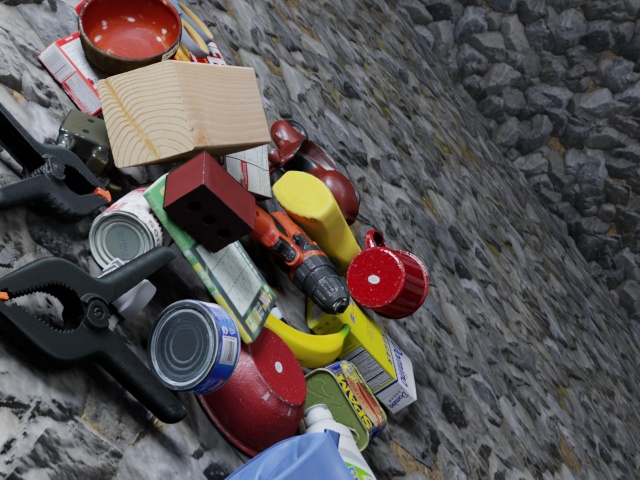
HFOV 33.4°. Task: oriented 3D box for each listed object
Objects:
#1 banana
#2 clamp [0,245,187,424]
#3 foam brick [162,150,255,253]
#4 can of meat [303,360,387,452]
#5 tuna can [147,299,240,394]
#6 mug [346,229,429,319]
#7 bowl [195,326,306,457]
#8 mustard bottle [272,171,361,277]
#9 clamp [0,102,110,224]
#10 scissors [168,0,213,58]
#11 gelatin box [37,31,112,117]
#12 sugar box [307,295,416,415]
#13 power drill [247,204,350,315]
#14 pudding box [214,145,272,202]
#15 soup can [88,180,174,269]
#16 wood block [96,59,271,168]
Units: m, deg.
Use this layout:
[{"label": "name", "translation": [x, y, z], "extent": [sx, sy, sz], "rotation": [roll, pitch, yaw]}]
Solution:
[{"label": "banana", "translation": [-0.042, 0.101, 1.195], "extent": [0.197, 0.037, 0.069], "rotation": [26, 44, -37]}, {"label": "clamp", "translation": [-0.191, 0.075, 0.894], "extent": [0.209, 0.036, 0.164], "rotation": [8, 64, -49]}, {"label": "foam brick", "translation": [-0.106, -0.036, 1.017], "extent": [0.078, 0.053, 0.051], "rotation": [43, 28, -35]}, {"label": "can of meat", "translation": [0.024, 0.188, 1.199], "extent": [0.102, 0.057, 0.083], "rotation": [58, 19, 8]}, {"label": "tuna can", "translation": [-0.117, 0.098, 0.980], "extent": [0.033, 0.086, 0.086], "rotation": [19, 41, -56]}, {"label": "mug", "translation": [0.082, 0.041, 1.386], "extent": [0.081, 0.093, 0.117], "rotation": [21, 54, -65]}, {"label": "bowl", "translation": [-0.063, 0.139, 1.081], "extent": [0.162, 0.055, 0.162], "rotation": [45, 23, -26]}, {"label": "mustard bottle", "translation": [0.008, -0.008, 1.412], "extent": [0.096, 0.058, 0.191], "rotation": [33, -17, 37]}, {"label": "clamp", "translation": [-0.260, -0.070, 0.978], "extent": [0.171, 0.039, 0.120], "rotation": [21, 53, -64]}, {"label": "scissors", "translation": [-0.196, -0.287, 1.282], "extent": [0.201, 0.016, 0.096], "rotation": [35, 26, -44]}, {"label": "gelatin box", "translation": [-0.259, -0.181, 1.168], "extent": [0.089, 0.030, 0.073], "rotation": [51, 20, -11]}, {"label": "sugar box", "translation": [0.053, 0.132, 1.361], "extent": [0.176, 0.048, 0.093], "rotation": [45, 20, -22]}, {"label": "power drill", "translation": [-0.058, 0.002, 1.242], "extent": [0.187, 0.057, 0.185], "rotation": [37, 7, -46]}, {"label": "pudding box", "translation": [-0.106, -0.099, 1.333], "extent": [0.113, 0.039, 0.090], "rotation": [15, 66, -63]}, {"label": "soup can", "translation": [-0.176, -0.012, 1.042], "extent": [0.068, 0.069, 0.102], "rotation": [53, 21, -8]}, {"label": "wood block", "translation": [-0.138, -0.132, 1.126], "extent": [0.205, 0.090, 0.091], "rotation": [-21, 98, -70]}]
